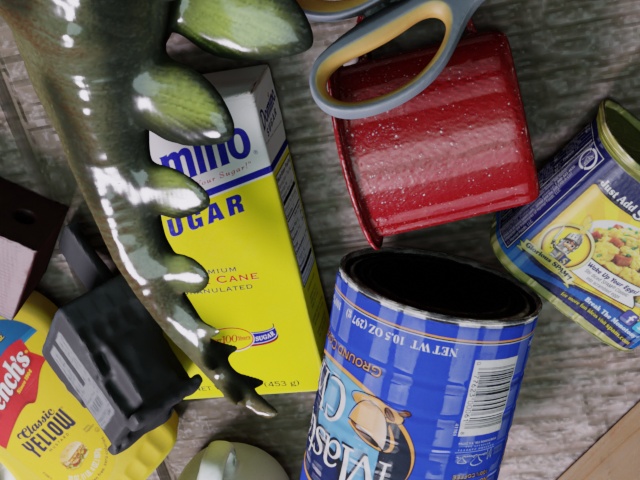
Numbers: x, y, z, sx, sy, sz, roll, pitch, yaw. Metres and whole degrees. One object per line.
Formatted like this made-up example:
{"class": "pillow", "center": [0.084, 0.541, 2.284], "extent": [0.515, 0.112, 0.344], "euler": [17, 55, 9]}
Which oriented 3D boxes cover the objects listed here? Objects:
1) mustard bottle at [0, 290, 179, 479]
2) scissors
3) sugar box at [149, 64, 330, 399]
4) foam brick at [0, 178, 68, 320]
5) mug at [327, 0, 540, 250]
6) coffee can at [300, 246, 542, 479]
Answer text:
{"class": "mustard bottle", "center": [-0.181, 0.081, 0.629], "extent": [0.096, 0.058, 0.191], "euler": [-43, 104, 10]}
{"class": "scissors", "center": [0.067, -0.133, 0.465], "extent": [0.201, 0.016, 0.096], "euler": [-40, 74, -4]}
{"class": "sugar box", "center": [-0.054, 0.001, 0.569], "extent": [0.093, 0.048, 0.176], "euler": [-7, 119, 16]}
{"class": "foam brick", "center": [-0.189, -0.003, 0.588], "extent": [0.078, 0.053, 0.051], "euler": [24, 121, -5]}
{"class": "mug", "center": [0.052, -0.061, 0.498], "extent": [0.081, 0.093, 0.117], "euler": [-13, 88, 11]}
{"class": "coffee can", "center": [0.047, 0.086, 0.548], "extent": [0.103, 0.102, 0.140], "euler": [11, 107, 4]}
